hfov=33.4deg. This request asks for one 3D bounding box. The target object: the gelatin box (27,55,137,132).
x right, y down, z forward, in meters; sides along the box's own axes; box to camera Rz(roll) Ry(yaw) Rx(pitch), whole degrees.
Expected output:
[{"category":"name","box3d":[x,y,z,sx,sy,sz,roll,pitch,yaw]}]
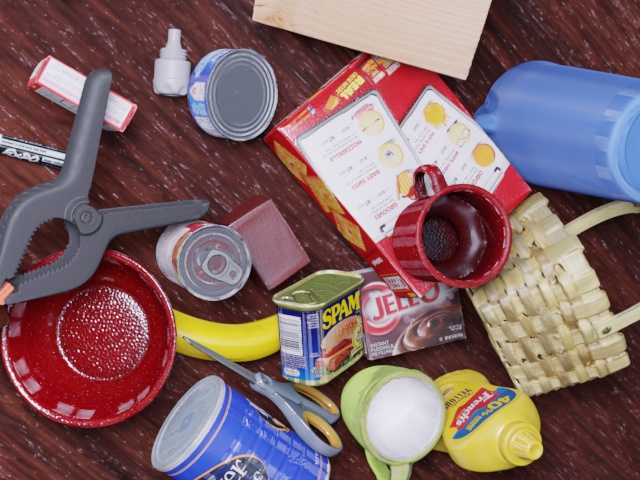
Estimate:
[{"category":"gelatin box","box3d":[-0.214,-0.130,0.957,0.089,0.073,0.030,29,85,-20]}]

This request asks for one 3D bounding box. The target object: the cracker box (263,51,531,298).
[{"category":"cracker box","box3d":[0.075,-0.074,1.053,0.164,0.072,0.213,-42,98,-14]}]

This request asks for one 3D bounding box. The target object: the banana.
[{"category":"banana","box3d":[-0.103,0.084,1.041,0.197,0.037,0.069,2,67,-23]}]

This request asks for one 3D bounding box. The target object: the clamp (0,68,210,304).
[{"category":"clamp","box3d":[-0.197,-0.018,0.912,0.164,0.036,0.210,47,70,-30]}]

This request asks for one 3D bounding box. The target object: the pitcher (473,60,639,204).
[{"category":"pitcher","box3d":[0.276,-0.105,1.048,0.149,0.243,0.145,-43,111,-5]}]

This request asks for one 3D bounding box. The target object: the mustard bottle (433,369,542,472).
[{"category":"mustard bottle","box3d":[0.163,0.184,1.061,0.096,0.192,0.058,-33,105,-15]}]

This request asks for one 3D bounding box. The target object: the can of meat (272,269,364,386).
[{"category":"can of meat","box3d":[0.001,0.084,1.043,0.101,0.058,0.084,-27,119,-53]}]

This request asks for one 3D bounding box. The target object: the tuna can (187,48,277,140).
[{"category":"tuna can","box3d":[-0.083,-0.138,1.010,0.085,0.034,0.086,-11,106,-42]}]

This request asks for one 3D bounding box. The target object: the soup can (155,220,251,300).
[{"category":"soup can","box3d":[-0.111,0.016,0.993,0.068,0.102,0.068,-2,95,-20]}]

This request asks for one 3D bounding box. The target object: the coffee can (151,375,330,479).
[{"category":"coffee can","box3d":[-0.076,0.210,1.024,0.140,0.103,0.103,39,81,-19]}]

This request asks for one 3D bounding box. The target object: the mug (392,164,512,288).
[{"category":"mug","box3d":[0.111,-0.013,0.978,0.093,0.082,0.117,-23,94,-16]}]

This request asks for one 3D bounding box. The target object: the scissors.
[{"category":"scissors","box3d":[-0.045,0.153,1.020,0.016,0.096,0.201,-45,135,18]}]

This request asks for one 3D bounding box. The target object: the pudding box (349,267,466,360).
[{"category":"pudding box","box3d":[0.088,0.067,1.104,0.113,0.039,0.090,-11,97,-20]}]

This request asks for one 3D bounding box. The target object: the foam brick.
[{"category":"foam brick","box3d":[-0.057,0.001,1.039,0.051,0.053,0.078,-36,107,-14]}]

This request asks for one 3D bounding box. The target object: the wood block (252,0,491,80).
[{"category":"wood block","box3d":[0.052,-0.233,0.982,0.206,0.090,0.091,16,133,4]}]

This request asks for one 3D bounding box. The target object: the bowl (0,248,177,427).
[{"category":"bowl","box3d":[-0.205,0.086,0.973,0.162,0.055,0.162,0,89,4]}]

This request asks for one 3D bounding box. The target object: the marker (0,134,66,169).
[{"category":"marker","box3d":[-0.273,-0.083,0.969,0.121,0.020,0.020,14,90,-21]}]
